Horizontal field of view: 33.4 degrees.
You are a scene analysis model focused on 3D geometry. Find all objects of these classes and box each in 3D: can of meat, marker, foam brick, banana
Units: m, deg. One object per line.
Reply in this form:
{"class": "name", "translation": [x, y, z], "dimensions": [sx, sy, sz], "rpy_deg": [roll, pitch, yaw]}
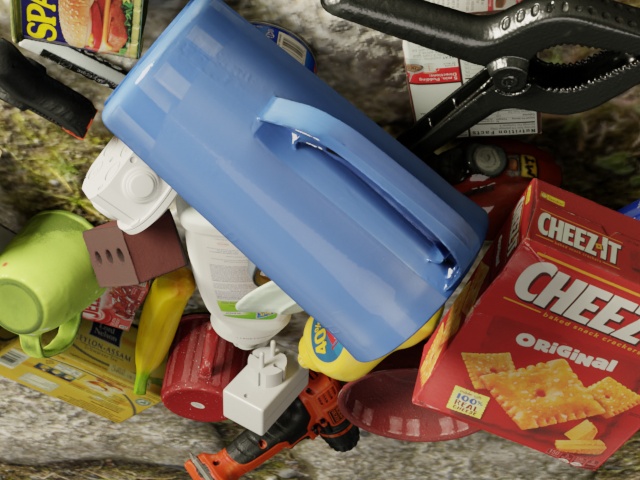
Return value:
{"class": "can of meat", "translation": [-0.153, -0.168, 0.688], "dimensions": [0.084, 0.057, 0.102], "rpy_deg": [9, 145, -7]}
{"class": "marker", "translation": [-0.161, -0.124, 0.784], "dimensions": [0.121, 0.020, 0.020], "rpy_deg": [25, 141, -24]}
{"class": "foam brick", "translation": [-0.159, 0.007, 0.908], "dimensions": [0.051, 0.053, 0.078], "rpy_deg": [-23, -171, -35]}
{"class": "banana", "translation": [-0.147, 0.072, 1.021], "dimensions": [0.037, 0.069, 0.198], "rpy_deg": [3, 142, -20]}

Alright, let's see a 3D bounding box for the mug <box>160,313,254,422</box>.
{"class": "mug", "translation": [-0.114, 0.126, 1.078], "dimensions": [0.093, 0.081, 0.117], "rpy_deg": [12, 145, -7]}

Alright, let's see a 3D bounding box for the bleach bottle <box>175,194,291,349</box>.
{"class": "bleach bottle", "translation": [-0.072, 0.028, 0.947], "dimensions": [0.102, 0.068, 0.251], "rpy_deg": [1, 147, -4]}

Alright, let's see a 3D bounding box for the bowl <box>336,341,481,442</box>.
{"class": "bowl", "translation": [0.099, 0.149, 1.096], "dimensions": [0.162, 0.055, 0.162], "rpy_deg": [5, 145, 3]}

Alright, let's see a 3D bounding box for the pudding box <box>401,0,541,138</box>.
{"class": "pudding box", "translation": [0.104, -0.118, 0.730], "dimensions": [0.090, 0.039, 0.113], "rpy_deg": [-3, 146, 12]}

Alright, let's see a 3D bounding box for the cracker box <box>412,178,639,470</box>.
{"class": "cracker box", "translation": [0.183, 0.074, 0.796], "dimensions": [0.164, 0.072, 0.214], "rpy_deg": [22, 138, -3]}

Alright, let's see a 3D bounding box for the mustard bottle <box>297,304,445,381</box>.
{"class": "mustard bottle", "translation": [0.036, 0.074, 0.965], "dimensions": [0.058, 0.096, 0.192], "rpy_deg": [20, 143, -24]}

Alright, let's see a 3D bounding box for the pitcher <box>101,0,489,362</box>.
{"class": "pitcher", "translation": [-0.014, -0.044, 0.686], "dimensions": [0.242, 0.145, 0.149], "rpy_deg": [40, 118, -13]}

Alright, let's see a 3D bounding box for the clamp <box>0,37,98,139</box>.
{"class": "clamp", "translation": [-0.224, -0.119, 0.758], "dimensions": [0.120, 0.039, 0.171], "rpy_deg": [32, 175, 21]}

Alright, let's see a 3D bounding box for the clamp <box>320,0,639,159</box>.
{"class": "clamp", "translation": [0.117, -0.106, 0.676], "dimensions": [0.210, 0.036, 0.164], "rpy_deg": [-1, 146, 14]}

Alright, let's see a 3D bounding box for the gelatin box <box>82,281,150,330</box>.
{"class": "gelatin box", "translation": [-0.209, 0.049, 1.029], "dimensions": [0.073, 0.030, 0.089], "rpy_deg": [18, 143, -14]}

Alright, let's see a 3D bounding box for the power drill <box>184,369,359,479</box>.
{"class": "power drill", "translation": [-0.043, 0.221, 1.142], "dimensions": [0.187, 0.057, 0.184], "rpy_deg": [-38, 144, -12]}
